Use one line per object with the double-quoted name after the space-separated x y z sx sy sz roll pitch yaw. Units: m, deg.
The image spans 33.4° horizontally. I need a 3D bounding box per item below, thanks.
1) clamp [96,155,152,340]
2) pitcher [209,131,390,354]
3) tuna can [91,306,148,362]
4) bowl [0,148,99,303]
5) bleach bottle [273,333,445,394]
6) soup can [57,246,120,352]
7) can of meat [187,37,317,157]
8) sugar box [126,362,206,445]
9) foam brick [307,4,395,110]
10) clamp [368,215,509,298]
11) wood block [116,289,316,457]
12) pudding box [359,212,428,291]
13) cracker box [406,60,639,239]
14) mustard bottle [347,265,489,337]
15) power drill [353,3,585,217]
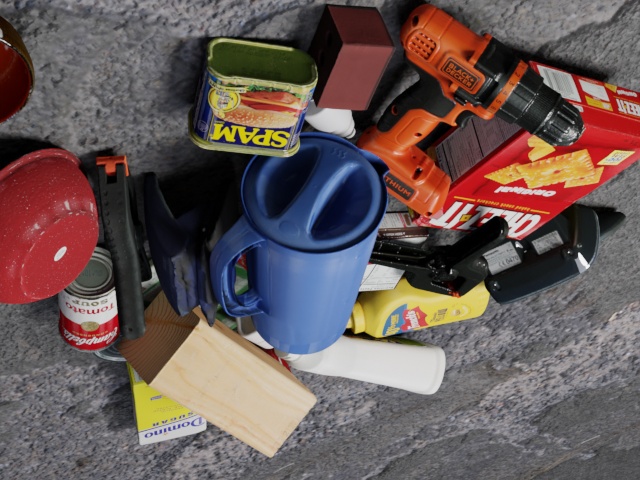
-0.185 0.005 1.007 0.039 0.120 0.171 -11 128 -5 "clamp"
-0.023 0.020 1.045 0.149 0.145 0.243 9 148 1 "pitcher"
-0.219 0.106 1.205 0.086 0.034 0.086 -7 152 -4 "tuna can"
-0.251 0.000 0.954 0.162 0.055 0.162 -45 156 -27 "bowl"
0.044 0.145 1.331 0.103 0.068 0.250 10 178 43 "bleach bottle"
-0.239 0.061 1.111 0.068 0.068 0.102 -7 145 -17 "soup can"
-0.059 -0.125 0.931 0.102 0.057 0.084 5 139 -14 "can of meat"
-0.192 0.199 1.355 0.093 0.048 0.176 -11 145 -12 "sugar box"
0.023 -0.159 0.934 0.051 0.053 0.078 -2 143 -24 "foam brick"
0.125 0.025 1.184 0.164 0.036 0.210 -6 161 7 "clamp"
-0.112 0.148 1.187 0.090 0.091 0.205 -51 130 -2 "wood block"
0.061 0.015 1.221 0.089 0.039 0.114 -4 147 -26 "pudding box"
0.211 -0.082 1.096 0.163 0.072 0.214 8 148 -33 "cracker box"
0.109 0.079 1.319 0.191 0.058 0.096 -12 151 -11 "mustard bottle"
0.125 -0.105 0.987 0.184 0.057 0.188 36 135 1 "power drill"
